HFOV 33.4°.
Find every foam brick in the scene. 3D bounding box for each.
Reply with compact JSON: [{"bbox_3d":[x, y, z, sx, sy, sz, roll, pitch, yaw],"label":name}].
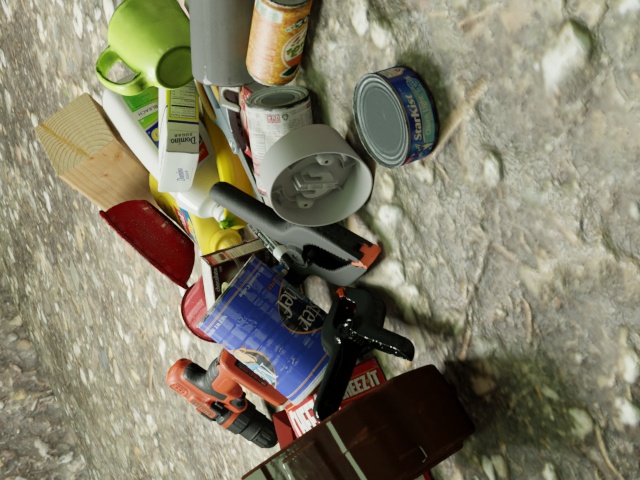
[{"bbox_3d":[-0.021,0.251,1.349,0.051,0.052,0.078,23,128,58],"label":"foam brick"}]

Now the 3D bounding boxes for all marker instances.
[{"bbox_3d":[-0.058,0.002,1.278,0.121,0.020,0.020,47,147,39],"label":"marker"}]

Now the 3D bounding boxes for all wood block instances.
[{"bbox_3d":[-0.294,-0.106,1.483,0.091,0.090,0.206,58,-176,25],"label":"wood block"}]

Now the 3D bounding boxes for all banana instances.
[{"bbox_3d":[-0.107,-0.089,1.255,0.069,0.037,0.198,63,-168,-61],"label":"banana"}]

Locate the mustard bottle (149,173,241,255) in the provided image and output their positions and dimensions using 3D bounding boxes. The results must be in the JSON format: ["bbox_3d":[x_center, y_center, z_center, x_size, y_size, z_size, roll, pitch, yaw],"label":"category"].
[{"bbox_3d":[-0.157,-0.029,1.406,0.192,0.058,0.096,42,156,44],"label":"mustard bottle"}]

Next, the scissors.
[{"bbox_3d":[-0.092,-0.124,1.181,0.202,0.016,0.096,59,154,24],"label":"scissors"}]

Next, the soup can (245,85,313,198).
[{"bbox_3d":[-0.038,-0.101,1.102,0.069,0.068,0.102,32,136,53],"label":"soup can"}]

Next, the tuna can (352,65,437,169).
[{"bbox_3d":[0.065,-0.107,0.928,0.086,0.033,0.086,45,145,43],"label":"tuna can"}]

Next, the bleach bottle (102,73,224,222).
[{"bbox_3d":[-0.175,-0.115,1.355,0.251,0.102,0.068,49,151,27],"label":"bleach bottle"}]

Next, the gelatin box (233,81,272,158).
[{"bbox_3d":[-0.077,-0.138,1.196,0.073,0.030,0.089,40,142,47],"label":"gelatin box"}]

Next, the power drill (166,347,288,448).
[{"bbox_3d":[-0.103,0.205,1.425,0.184,0.057,0.188,35,145,-10],"label":"power drill"}]

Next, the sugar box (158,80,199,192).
[{"bbox_3d":[-0.170,-0.154,1.280,0.093,0.048,0.176,116,152,-59],"label":"sugar box"}]

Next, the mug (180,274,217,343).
[{"bbox_3d":[-0.119,0.085,1.398,0.117,0.093,0.082,37,147,-2],"label":"mug"}]

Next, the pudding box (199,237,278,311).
[{"bbox_3d":[-0.096,0.060,1.313,0.039,0.089,0.113,34,137,53],"label":"pudding box"}]

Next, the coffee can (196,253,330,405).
[{"bbox_3d":[-0.050,0.098,1.170,0.140,0.102,0.103,39,153,-3],"label":"coffee can"}]

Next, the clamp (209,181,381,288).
[{"bbox_3d":[-0.024,-0.001,1.126,0.210,0.036,0.164,1,136,54],"label":"clamp"}]

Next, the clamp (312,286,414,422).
[{"bbox_3d":[0.043,0.095,1.060,0.039,0.120,0.171,47,-154,-29],"label":"clamp"}]

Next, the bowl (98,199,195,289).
[{"bbox_3d":[-0.223,-0.006,1.450,0.162,0.055,0.162,42,179,1],"label":"bowl"}]
